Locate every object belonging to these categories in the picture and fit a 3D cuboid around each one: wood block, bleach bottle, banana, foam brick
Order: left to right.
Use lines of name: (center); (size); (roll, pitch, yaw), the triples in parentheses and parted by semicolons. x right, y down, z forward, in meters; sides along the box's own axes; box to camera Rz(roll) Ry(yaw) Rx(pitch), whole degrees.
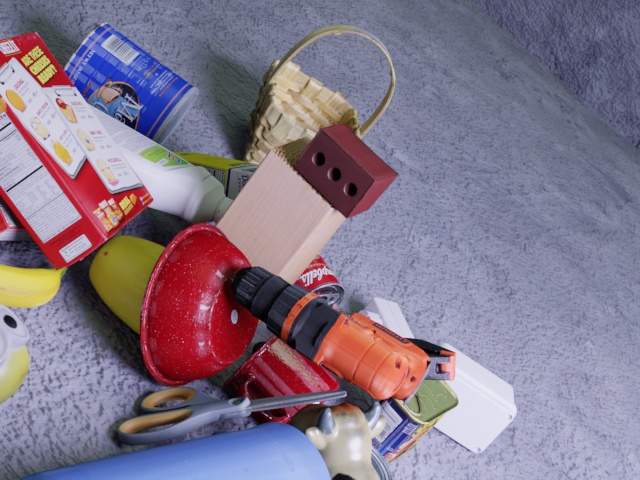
banana: (-0.316, 0.026, 0.965); (0.197, 0.037, 0.070); (19, 15, -35)
bleach bottle: (-0.206, -0.080, 1.168); (0.251, 0.068, 0.102); (27, 25, 6)
wood block: (-0.057, 0.001, 1.123); (0.091, 0.206, 0.090); (43, 28, 10)
foam brick: (0.024, -0.068, 1.043); (0.078, 0.053, 0.051); (44, 28, 12)

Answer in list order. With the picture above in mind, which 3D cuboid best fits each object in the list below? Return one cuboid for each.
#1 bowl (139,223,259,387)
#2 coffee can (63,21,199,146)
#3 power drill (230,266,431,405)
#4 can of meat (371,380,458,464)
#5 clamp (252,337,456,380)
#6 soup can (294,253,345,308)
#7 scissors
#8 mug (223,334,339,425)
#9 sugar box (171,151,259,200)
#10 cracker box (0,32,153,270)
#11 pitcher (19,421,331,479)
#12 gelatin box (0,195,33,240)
bowl: (-0.103, 0.067, 1.016); (0.055, 0.162, 0.161); (11, 16, 27)
coffee can: (-0.235, -0.185, 1.312); (0.140, 0.103, 0.102); (36, 27, -3)
power drill: (0.018, 0.092, 1.002); (0.185, 0.057, 0.187); (33, 2, 24)
can of meat: (0.088, 0.190, 1.141); (0.057, 0.084, 0.101); (48, 28, 17)
clamp: (0.043, 0.121, 1.139); (0.210, 0.036, 0.164); (8, 11, 40)
soup can: (-0.025, 0.039, 1.258); (0.068, 0.069, 0.102); (6, 40, -46)
scissors: (-0.081, 0.143, 0.954); (0.201, 0.016, 0.096); (-14, 18, -4)
mug: (-0.040, 0.145, 1.052); (0.081, 0.093, 0.117); (46, 25, 5)
sugar box: (-0.113, -0.073, 1.253); (0.176, 0.048, 0.093); (10, 9, 35)
cracker box: (-0.270, -0.090, 1.046); (0.213, 0.072, 0.164); (55, 15, -9)
pitcher: (-0.108, 0.222, 0.808); (0.242, 0.149, 0.145); (1, 80, -45)
gelatin box: (-0.305, -0.037, 1.035); (0.073, 0.030, 0.089); (63, 16, 7)
